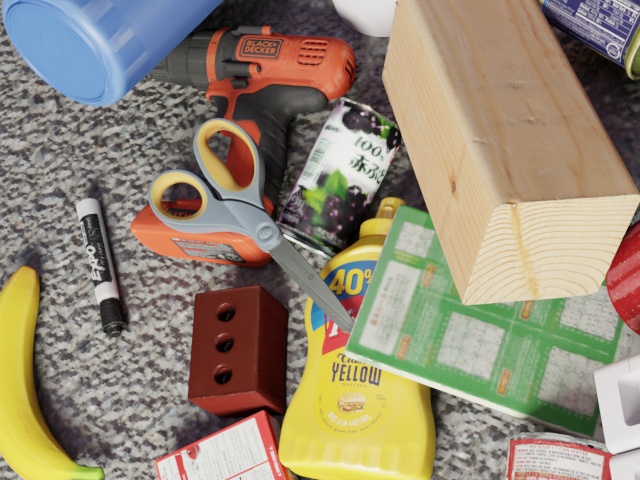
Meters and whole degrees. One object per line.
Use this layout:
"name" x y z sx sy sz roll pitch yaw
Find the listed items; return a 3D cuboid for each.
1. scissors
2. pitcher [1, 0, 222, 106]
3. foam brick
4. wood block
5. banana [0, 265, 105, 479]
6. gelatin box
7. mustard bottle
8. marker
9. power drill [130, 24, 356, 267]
"scissors" -0.055 0.001 0.722 0.096 0.016 0.202 -28 60 5
"pitcher" -0.131 -0.214 0.821 0.145 0.149 0.242 21 57 24
"foam brick" -0.056 0.078 0.734 0.053 0.051 0.078 -9 64 19
"wood block" 0.110 -0.069 0.675 0.090 0.091 0.206 -4 50 -12
"banana" -0.219 0.110 0.798 0.069 0.037 0.198 -23 60 -9
"gelatin box" -0.060 0.165 0.709 0.089 0.030 0.073 -26 61 9
"mustard bottle" 0.036 0.061 0.701 0.096 0.058 0.191 2 67 21
"marker" -0.169 0.021 0.825 0.020 0.020 0.121 -25 60 10
"power drill" -0.079 -0.079 0.812 0.185 0.057 0.187 7 70 25
